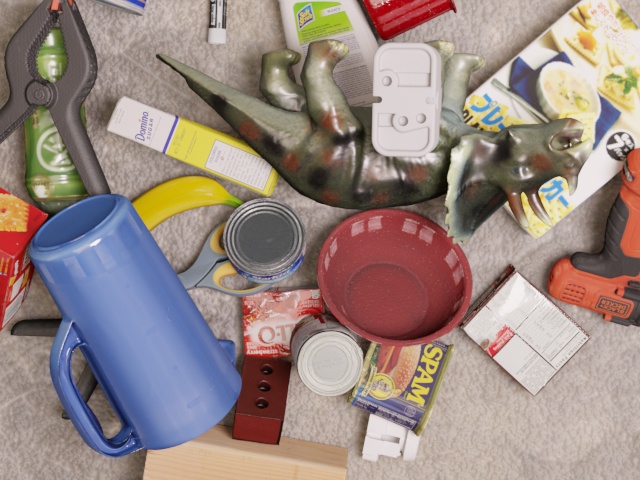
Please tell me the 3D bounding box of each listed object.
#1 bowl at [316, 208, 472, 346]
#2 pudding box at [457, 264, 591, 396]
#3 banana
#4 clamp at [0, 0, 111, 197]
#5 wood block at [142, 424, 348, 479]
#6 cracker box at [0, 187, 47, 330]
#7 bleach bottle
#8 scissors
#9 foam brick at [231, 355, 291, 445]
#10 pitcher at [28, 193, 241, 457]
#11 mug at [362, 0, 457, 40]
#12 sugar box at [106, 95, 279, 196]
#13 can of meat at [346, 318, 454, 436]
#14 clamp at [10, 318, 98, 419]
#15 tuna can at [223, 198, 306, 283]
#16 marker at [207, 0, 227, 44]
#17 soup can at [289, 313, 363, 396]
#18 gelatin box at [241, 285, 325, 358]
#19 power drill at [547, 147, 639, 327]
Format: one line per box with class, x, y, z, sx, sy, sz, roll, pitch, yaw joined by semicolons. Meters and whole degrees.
bowl;0.073;0.048;1.106;0.162;0.055;0.162;4;59;-6
pudding box;0.216;0.096;1.135;0.113;0.039;0.090;42;95;-4
banana;-0.179;-0.017;1.137;0.198;0.037;0.070;-30;75;5
clamp;-0.264;-0.137;1.060;0.164;0.036;0.210;20;101;5
wood block;-0.080;0.257;1.137;0.206;0.090;0.091;10;95;2
cracker box;-0.394;-0.017;1.092;0.213;0.164;0.072;31;52;0
bleach bottle;0.018;-0.203;1.105;0.102;0.068;0.251;-14;92;2
scissors;-0.145;0.027;1.139;0.202;0.016;0.096;-5;73;2
foam brick;-0.062;0.168;1.127;0.053;0.078;0.051;8;136;-2
pitcher;-0.191;0.085;1.051;0.145;0.149;0.243;-19;117;12
mug;0.079;-0.259;1.073;0.081;0.117;0.093;-25;70;9
sugar box;-0.125;-0.098;1.104;0.176;0.093;0.048;24;93;-1
can of meat;0.084;0.141;1.121;0.084;0.057;0.102;23;62;3
clamp;-0.247;0.099;1.155;0.171;0.039;0.120;-40;97;-1
tuna can;-0.057;0.001;1.114;0.086;0.034;0.086;-1;70;1
marker;-0.107;-0.268;1.125;0.020;0.020;0.121;3;96;2
soup can;0.005;0.115;1.084;0.068;0.102;0.068;0;95;-5
gelatin box;-0.038;0.088;1.149;0.089;0.030;0.073;-2;95;3
power drill;0.343;0.009;1.077;0.184;0.057;0.188;15;123;-1
